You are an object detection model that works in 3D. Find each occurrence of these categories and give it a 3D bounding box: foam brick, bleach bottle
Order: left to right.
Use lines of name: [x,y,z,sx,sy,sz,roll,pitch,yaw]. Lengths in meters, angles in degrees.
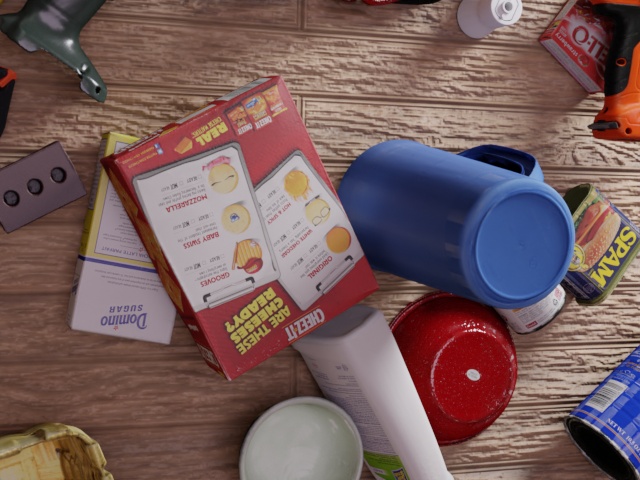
foam brick: [-0.249,-0.046,0.920,0.078,0.051,0.053,-30,103,-16]
bleach bottle: [0.063,0.183,1.030,0.068,0.103,0.251,-35,111,-30]

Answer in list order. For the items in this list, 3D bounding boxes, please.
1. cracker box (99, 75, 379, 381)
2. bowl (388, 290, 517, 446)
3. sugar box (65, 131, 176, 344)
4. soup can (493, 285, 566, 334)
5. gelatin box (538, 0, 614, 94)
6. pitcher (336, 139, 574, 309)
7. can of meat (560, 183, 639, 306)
cracker box: [-0.068,-0.013,0.932,0.164,0.072,0.213,-30,106,-17]
bowl: [0.138,0.132,1.068,0.161,0.055,0.162,-1,93,-20]
sugar box: [-0.166,-0.001,0.957,0.093,0.048,0.176,12,91,-21]
soup can: [0.192,0.037,1.075,0.068,0.069,0.102,-46,107,-12]
gelatin box: [0.283,-0.208,1.115,0.089,0.030,0.073,41,79,-17]
pitcher: [0.125,-0.022,0.954,0.144,0.243,0.149,13,94,-23]
can of meat: [0.276,0.003,1.110,0.084,0.057,0.102,40,79,-14]
